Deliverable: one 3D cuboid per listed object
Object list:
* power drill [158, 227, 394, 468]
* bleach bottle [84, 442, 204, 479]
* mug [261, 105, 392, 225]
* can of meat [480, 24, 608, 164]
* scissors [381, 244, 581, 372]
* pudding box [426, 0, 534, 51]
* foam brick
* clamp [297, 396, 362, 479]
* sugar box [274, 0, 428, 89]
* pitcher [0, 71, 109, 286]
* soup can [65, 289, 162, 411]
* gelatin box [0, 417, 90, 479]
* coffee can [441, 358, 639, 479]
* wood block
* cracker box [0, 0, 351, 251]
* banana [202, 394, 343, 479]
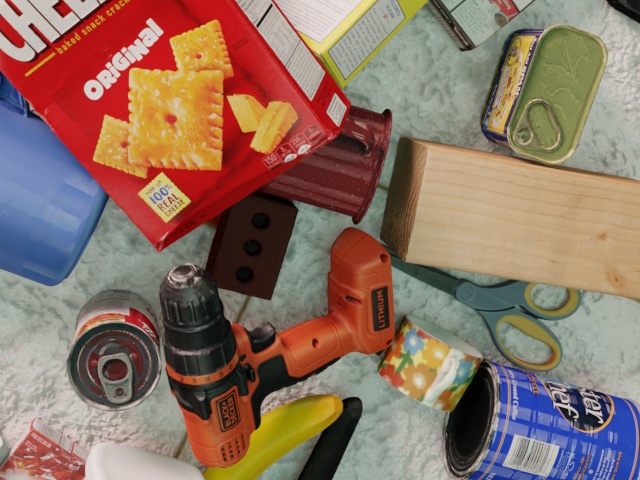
[{"bbox_3d":[-0.032,0.063,0.798,0.187,0.057,0.184,-28,134,-26],"label":"power drill"},{"bbox_3d":[-0.183,0.282,0.850,0.102,0.068,0.251,19,112,-26],"label":"bleach bottle"},{"bbox_3d":[0.004,-0.069,0.804,0.081,0.117,0.093,15,78,-7],"label":"mug"},{"bbox_3d":[0.170,-0.116,0.835,0.057,0.084,0.102,16,98,-13],"label":"can of meat"},{"bbox_3d":[0.139,0.032,0.895,0.201,0.016,0.096,41,91,-14],"label":"scissors"},{"bbox_3d":[0.131,-0.216,0.832,0.113,0.039,0.090,-41,104,-1],"label":"pudding box"},{"bbox_3d":[-0.055,0.001,0.838,0.053,0.051,0.078,15,99,-12],"label":"foam brick"},{"bbox_3d":[-0.015,0.231,0.896,0.210,0.036,0.164,-26,112,-2],"label":"clamp"},{"bbox_3d":[0.041,-0.197,0.778,0.176,0.093,0.048,-44,138,-9],"label":"sugar box"},{"bbox_3d":[-0.268,-0.071,0.750,0.242,0.149,0.145,26,58,-17],"label":"pitcher"},{"bbox_3d":[-0.156,0.081,0.811,0.068,0.102,0.068,-2,101,-9],"label":"soup can"},{"bbox_3d":[-0.216,0.199,0.862,0.089,0.030,0.073,37,94,-14],"label":"gelatin box"},{"bbox_3d":[0.185,0.165,0.884,0.140,0.103,0.103,16,98,-12],"label":"coffee can"},{"bbox_3d":[0.163,-0.019,0.850,0.206,0.091,0.090,9,99,-11],"label":"wood block"},{"bbox_3d":[-0.109,-0.119,0.710,0.164,0.072,0.213,-30,111,25],"label":"cracker box"},{"bbox_3d":[-0.059,0.192,0.870,0.198,0.070,0.037,-52,140,3],"label":"banana"}]
